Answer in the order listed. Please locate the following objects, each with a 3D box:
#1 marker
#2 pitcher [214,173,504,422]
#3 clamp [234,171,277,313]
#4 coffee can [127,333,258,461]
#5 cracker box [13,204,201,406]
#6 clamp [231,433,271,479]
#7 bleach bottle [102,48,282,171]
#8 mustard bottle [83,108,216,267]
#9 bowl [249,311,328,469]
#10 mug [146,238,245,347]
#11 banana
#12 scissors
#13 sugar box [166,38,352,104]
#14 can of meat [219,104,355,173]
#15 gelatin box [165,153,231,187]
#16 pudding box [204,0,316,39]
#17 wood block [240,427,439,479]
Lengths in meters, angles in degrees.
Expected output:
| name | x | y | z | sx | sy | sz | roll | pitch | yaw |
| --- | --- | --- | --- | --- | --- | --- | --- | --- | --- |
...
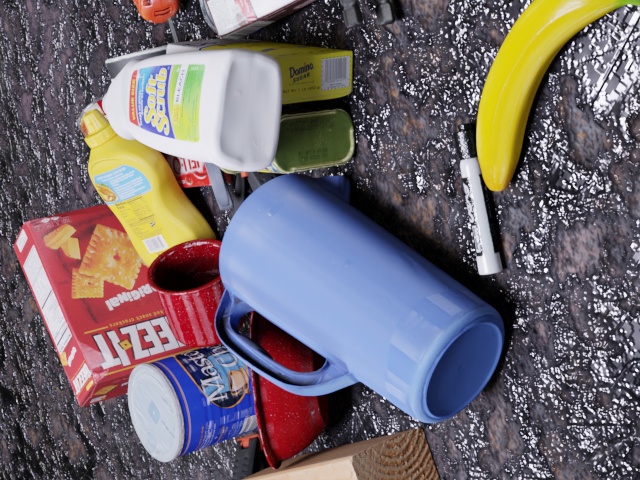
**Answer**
| name | x | y | z | sx | sy | sz | roll | pitch | yaw |
| --- | --- | --- | --- | --- | --- | --- | --- | --- | --- |
| marker | 0.125 | -0.033 | 0.850 | 0.020 | 0.020 | 0.121 | -8 | 94 | 53 |
| pitcher | 0.027 | 0.057 | 0.909 | 0.243 | 0.144 | 0.149 | 34 | 123 | 39 |
| clamp | -0.057 | 0.001 | 1.083 | 0.120 | 0.039 | 0.171 | -16 | 88 | 50 |
| coffee can | -0.116 | 0.162 | 1.122 | 0.103 | 0.140 | 0.103 | 20 | 116 | 48 |
| cracker box | -0.232 | 0.062 | 1.224 | 0.214 | 0.163 | 0.072 | 62 | 143 | 19 |
| clamp | -0.063 | 0.310 | 1.119 | 0.036 | 0.164 | 0.210 | -16 | 77 | 17 |
| bleach bottle | -0.131 | -0.117 | 0.961 | 0.251 | 0.067 | 0.102 | 8 | 92 | 53 |
| mustard bottle | -0.199 | -0.059 | 1.168 | 0.096 | 0.058 | 0.191 | -14 | 116 | 41 |
| bowl | -0.026 | 0.137 | 1.031 | 0.162 | 0.055 | 0.162 | -8 | -90 | -84 |
| mug | -0.122 | 0.050 | 1.125 | 0.093 | 0.117 | 0.081 | 4 | 128 | 23 |
| banana | 0.155 | -0.121 | 0.770 | 0.070 | 0.037 | 0.198 | 58 | 139 | 25 |
| scissors | -0.120 | -0.118 | 1.063 | 0.096 | 0.016 | 0.202 | -114 | 7 | -67 |
| sugar box | -0.060 | -0.161 | 0.990 | 0.176 | 0.093 | 0.048 | 22 | 117 | 47 |
| can of meat | -0.031 | -0.092 | 0.969 | 0.084 | 0.101 | 0.057 | 8 | 106 | 49 |
| gelatin box | -0.137 | -0.096 | 1.162 | 0.089 | 0.030 | 0.073 | 2 | 103 | 53 |
| pudding box | -0.057 | -0.245 | 0.969 | 0.114 | 0.039 | 0.090 | -20 | 90 | 27 |
| wood block | 0.017 | 0.248 | 1.019 | 0.207 | 0.090 | 0.091 | -27 | 80 | 52 |
